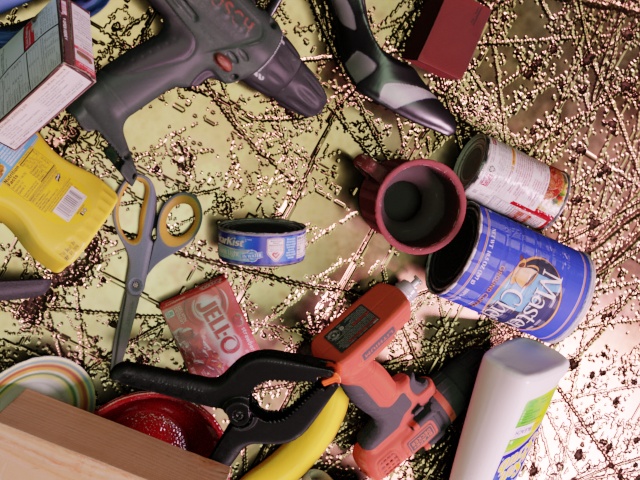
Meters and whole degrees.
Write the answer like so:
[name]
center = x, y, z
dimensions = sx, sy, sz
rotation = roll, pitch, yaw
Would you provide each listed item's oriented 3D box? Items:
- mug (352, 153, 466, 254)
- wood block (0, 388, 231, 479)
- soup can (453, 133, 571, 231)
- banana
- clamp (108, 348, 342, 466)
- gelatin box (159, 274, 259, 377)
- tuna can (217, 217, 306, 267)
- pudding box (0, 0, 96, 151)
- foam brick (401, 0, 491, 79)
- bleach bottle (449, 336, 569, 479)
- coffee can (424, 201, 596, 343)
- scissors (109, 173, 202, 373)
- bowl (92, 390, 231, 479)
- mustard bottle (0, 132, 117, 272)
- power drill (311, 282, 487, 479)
[mug]
center = 0.078, -0.045, 1.058
dimensions = 0.117, 0.081, 0.093
rotation = 37, 89, -17
[wood block]
center = -0.196, 0.221, 0.956
dimensions = 0.206, 0.091, 0.090
rotation = 21, 101, 0
[soup can]
center = 0.194, -0.060, 1.092
dimensions = 0.102, 0.068, 0.068
rotation = 23, 93, -16
[banana]
center = -0.021, 0.194, 1.099
dimensions = 0.069, 0.037, 0.198
rotation = 28, 90, 2
[clamp]
center = -0.083, 0.149, 0.990
dimensions = 0.210, 0.036, 0.164
rotation = -28, 104, 12
[gelatin box]
center = -0.110, 0.089, 1.060
dimensions = 0.073, 0.030, 0.089
rotation = -25, 104, -9
[tuna can]
center = -0.057, 0.001, 1.030
dimensions = 0.086, 0.086, 0.034
rotation = -1, 101, -14
[pudding box]
center = -0.247, -0.146, 0.932
dimensions = 0.114, 0.090, 0.039
rotation = -35, 140, 28
[foam brick]
center = 0.125, -0.204, 1.060
dimensions = 0.053, 0.051, 0.078
rotation = 23, 93, -17
[bleach bottle]
center = 0.180, 0.230, 1.122
dimensions = 0.102, 0.068, 0.251
rotation = -13, 123, -48
[coffee can]
center = 0.193, 0.033, 1.089
dimensions = 0.140, 0.103, 0.103
rotation = 23, 93, -16
[scissors]
center = -0.162, 0.034, 1.045
dimensions = 0.096, 0.016, 0.202
rotation = -3, 100, -14
[bowl]
center = -0.171, 0.218, 1.052
dimensions = 0.162, 0.055, 0.162
rotation = -2, 99, -14
[mustard bottle]
center = -0.284, -0.063, 0.968
dimensions = 0.191, 0.058, 0.096
rotation = 40, 56, -16
[power drill]
center = 0.084, 0.132, 1.074
dimensions = 0.184, 0.057, 0.187
rotation = -41, 127, -14
